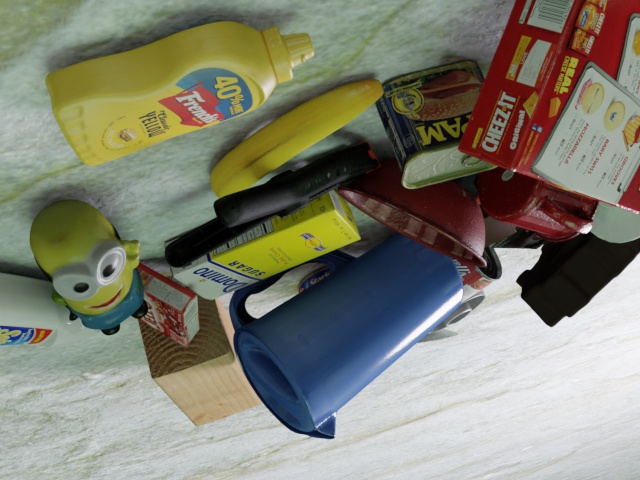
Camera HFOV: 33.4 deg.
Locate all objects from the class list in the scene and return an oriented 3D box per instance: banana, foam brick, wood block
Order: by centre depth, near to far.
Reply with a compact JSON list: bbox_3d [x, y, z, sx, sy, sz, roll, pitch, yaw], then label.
[{"bbox_3d":[-0.035,-0.085,0.929,0.198,0.037,0.069,-32,180,31],"label":"banana"},{"bbox_3d":[0.173,-0.031,1.159,0.053,0.051,0.078,-26,154,12],"label":"foam brick"},{"bbox_3d":[-0.137,0.136,1.236,0.090,0.091,0.206,-19,155,-1],"label":"wood block"}]

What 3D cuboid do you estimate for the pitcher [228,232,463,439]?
[{"bbox_3d":[0.029,0.082,1.151,0.242,0.145,0.149,-34,126,-24],"label":"pitcher"}]

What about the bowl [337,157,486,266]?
[{"bbox_3d":[0.099,-0.035,1.033,0.055,0.162,0.162,-62,150,-4],"label":"bowl"}]

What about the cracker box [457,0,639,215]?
[{"bbox_3d":[0.230,-0.120,0.890,0.213,0.072,0.164,12,101,-42],"label":"cracker box"}]

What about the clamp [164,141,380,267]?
[{"bbox_3d":[-0.039,-0.037,0.958,0.209,0.036,0.165,-27,178,-34],"label":"clamp"}]

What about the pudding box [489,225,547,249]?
[{"bbox_3d":[0.252,-0.033,1.222,0.089,0.039,0.114,2,148,-41],"label":"pudding box"}]

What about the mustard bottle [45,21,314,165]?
[{"bbox_3d":[-0.097,-0.116,0.789,0.191,0.058,0.096,-19,156,-2],"label":"mustard bottle"}]

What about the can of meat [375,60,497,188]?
[{"bbox_3d":[0.107,-0.102,0.928,0.102,0.084,0.057,-14,154,-9],"label":"can of meat"}]

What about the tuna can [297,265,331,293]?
[{"bbox_3d":[0.019,0.060,1.256,0.086,0.034,0.086,-15,155,-8],"label":"tuna can"}]

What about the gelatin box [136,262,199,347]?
[{"bbox_3d":[-0.163,0.068,1.100,0.030,0.073,0.089,-56,168,-26],"label":"gelatin box"}]

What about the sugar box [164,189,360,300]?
[{"bbox_3d":[-0.057,0.002,1.071,0.176,0.048,0.093,-25,155,10],"label":"sugar box"}]

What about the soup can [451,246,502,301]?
[{"bbox_3d":[0.156,0.041,1.273,0.102,0.068,0.068,-35,151,32],"label":"soup can"}]

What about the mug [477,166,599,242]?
[{"bbox_3d":[0.208,-0.044,1.003,0.081,0.117,0.093,13,119,-37],"label":"mug"}]

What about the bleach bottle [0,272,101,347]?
[{"bbox_3d":[-0.300,0.066,1.014,0.250,0.068,0.103,7,151,-46],"label":"bleach bottle"}]
